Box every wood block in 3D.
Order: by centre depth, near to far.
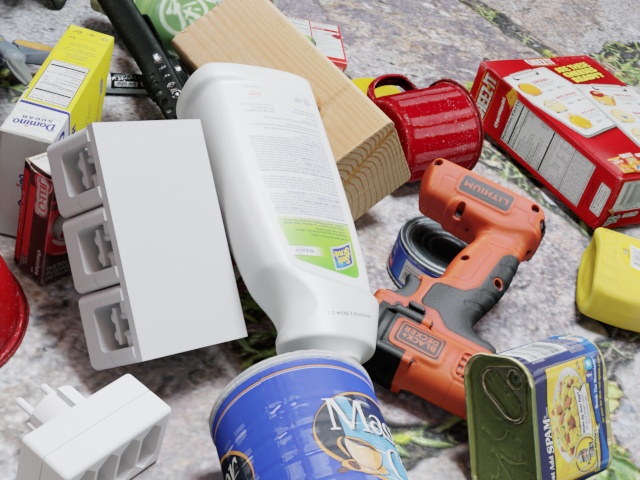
[{"bbox_3d":[-0.027,-0.113,0.907,0.091,0.090,0.206,-37,59,-6],"label":"wood block"}]

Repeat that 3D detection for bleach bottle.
[{"bbox_3d":[-0.025,-0.005,0.726,0.102,0.068,0.251,3,54,-30],"label":"bleach bottle"}]

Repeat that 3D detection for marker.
[{"bbox_3d":[-0.152,-0.144,0.992,0.120,0.020,0.020,-1,40,-26],"label":"marker"}]

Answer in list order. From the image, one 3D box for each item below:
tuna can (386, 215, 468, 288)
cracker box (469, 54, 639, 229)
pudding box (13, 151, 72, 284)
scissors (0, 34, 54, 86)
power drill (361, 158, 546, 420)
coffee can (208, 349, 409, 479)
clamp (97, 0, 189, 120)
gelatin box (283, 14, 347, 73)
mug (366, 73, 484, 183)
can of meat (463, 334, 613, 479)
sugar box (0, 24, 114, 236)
[{"bbox_3d":[0.100,0.017,0.876,0.086,0.034,0.086,12,36,-9],"label":"tuna can"},{"bbox_3d":[0.274,-0.104,1.087,0.163,0.072,0.214,-9,43,-34],"label":"cracker box"},{"bbox_3d":[-0.164,-0.029,0.770,0.039,0.090,0.113,35,38,22],"label":"pudding box"},{"bbox_3d":[-0.247,-0.153,0.915,0.096,0.016,0.202,4,19,-40],"label":"scissors"},{"bbox_3d":[0.073,0.025,0.796,0.184,0.057,0.187,28,57,10],"label":"power drill"},{"bbox_3d":[0.001,0.146,0.599,0.102,0.103,0.140,2,39,-22],"label":"coffee can"},{"bbox_3d":[-0.134,-0.139,0.923,0.210,0.036,0.164,60,2,3],"label":"clamp"},{"bbox_3d":[-0.014,-0.201,1.121,0.073,0.030,0.089,8,36,-13],"label":"gelatin box"},{"bbox_3d":[0.083,-0.107,0.982,0.081,0.093,0.117,-14,66,-31],"label":"mug"},{"bbox_3d":[0.146,0.117,0.708,0.083,0.102,0.058,-10,8,-38],"label":"can of meat"},{"bbox_3d":[-0.205,-0.087,0.827,0.048,0.093,0.176,13,36,-6],"label":"sugar box"}]
